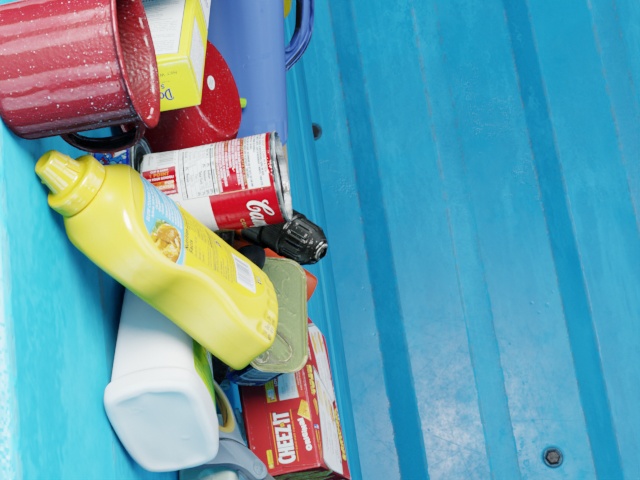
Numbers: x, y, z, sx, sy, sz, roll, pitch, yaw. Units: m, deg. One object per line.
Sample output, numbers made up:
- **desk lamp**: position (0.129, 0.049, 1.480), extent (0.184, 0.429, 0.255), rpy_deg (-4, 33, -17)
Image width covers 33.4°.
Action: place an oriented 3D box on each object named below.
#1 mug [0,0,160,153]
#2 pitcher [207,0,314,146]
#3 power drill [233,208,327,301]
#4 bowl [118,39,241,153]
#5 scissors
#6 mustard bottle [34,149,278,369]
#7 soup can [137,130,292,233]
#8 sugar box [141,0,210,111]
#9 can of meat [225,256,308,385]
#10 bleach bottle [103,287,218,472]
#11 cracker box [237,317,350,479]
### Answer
- **mug**: position (-0.145, -0.098, 0.642), extent (0.117, 0.081, 0.093), rpy_deg (75, 8, -49)
- **pitcher**: position (-0.088, -0.216, 1.148), extent (0.145, 0.149, 0.243), rpy_deg (-59, 147, -63)
- **power drill**: position (-0.057, 0.001, 1.038), extent (0.057, 0.185, 0.187), rpy_deg (-49, 153, -18)
- **bowl**: position (-0.114, -0.124, 0.913), extent (0.162, 0.055, 0.162), rpy_deg (46, 34, -45)
- **scissors**: position (-0.068, 0.191, 0.866), extent (0.202, 0.016, 0.096), rpy_deg (56, 34, -4)
- **mustard bottle**: position (-0.110, 0.004, 0.706), extent (0.191, 0.058, 0.096), rpy_deg (42, 19, -33)
- **soup can**: position (-0.077, -0.039, 0.786), extent (0.068, 0.102, 0.068), rpy_deg (-9, 90, -85)
- **sugar box**: position (-0.134, -0.156, 0.811), extent (0.176, 0.093, 0.048), rpy_deg (-92, 172, -55)
- **can of meat**: position (-0.053, 0.075, 0.951), extent (0.084, 0.057, 0.102), rpy_deg (142, -50, -61)
- **bleach bottle**: position (-0.118, 0.048, 0.821), extent (0.251, 0.068, 0.102), rpy_deg (-98, 175, -47)
- **cracker box**: position (-0.028, 0.163, 1.086), extent (0.213, 0.072, 0.164), rpy_deg (62, 17, -72)
